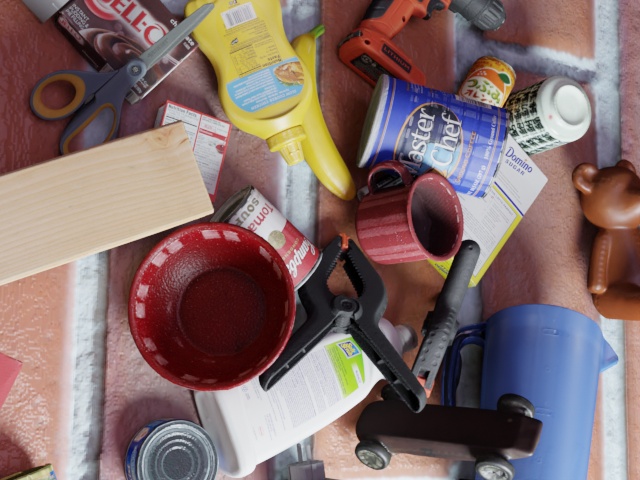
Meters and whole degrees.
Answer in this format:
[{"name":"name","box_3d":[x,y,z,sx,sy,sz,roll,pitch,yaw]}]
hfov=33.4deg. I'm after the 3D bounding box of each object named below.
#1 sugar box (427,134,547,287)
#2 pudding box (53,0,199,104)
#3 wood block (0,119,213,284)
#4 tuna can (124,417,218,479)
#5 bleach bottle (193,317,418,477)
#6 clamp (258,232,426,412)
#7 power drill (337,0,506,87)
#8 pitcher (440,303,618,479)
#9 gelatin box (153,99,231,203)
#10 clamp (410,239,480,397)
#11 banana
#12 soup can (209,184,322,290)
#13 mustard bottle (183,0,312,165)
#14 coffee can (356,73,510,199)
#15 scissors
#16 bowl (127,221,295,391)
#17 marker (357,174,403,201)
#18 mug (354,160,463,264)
[{"name":"sugar box","box_3d":[0.181,-0.039,1.227,0.093,0.048,0.176,47,61,-15]},{"name":"pudding box","box_3d":[-0.190,-0.203,1.049,0.113,0.039,0.090,49,64,-14]},{"name":"wood block","box_3d":[-0.216,-0.032,0.965,0.205,0.090,0.091,-20,93,-21]},{"name":"tuna can","box_3d":[-0.141,0.213,1.021,0.086,0.034,0.086,4,81,-28]},{"name":"bleach bottle","box_3d":[-0.001,0.147,1.092,0.250,0.068,0.102,-19,92,-32]},{"name":"clamp","box_3d":[0.013,0.078,1.075,0.164,0.036,0.210,5,48,-15]},{"name":"power drill","box_3d":[0.115,-0.249,1.214,0.184,0.057,0.187,33,66,-17]},{"name":"pitcher","box_3d":[0.218,0.197,1.138,0.144,0.149,0.242,36,51,-32]},{"name":"gelatin box","box_3d":[-0.135,-0.087,1.069,0.073,0.030,0.089,17,76,-24]},{"name":"clamp","box_3d":[0.129,0.082,1.119,0.039,0.120,0.171,15,46,9]},{"name":"banana","box_3d":[-0.006,-0.138,1.142,0.069,0.037,0.198,-8,87,-27]},{"name":"soup can","box_3d":[-0.057,0.001,1.078,0.102,0.069,0.068,44,65,-16]},{"name":"mustard bottle","box_3d":[-0.062,-0.167,1.090,0.096,0.058,0.191,-23,89,-10]},{"name":"coffee can","box_3d":[0.119,-0.111,1.144,0.140,0.103,0.103,15,75,-4]},{"name":"scissors","box_3d":[-0.195,-0.167,1.009,0.096,0.016,0.202,34,94,-11]},{"name":"bowl","box_3d":[-0.100,0.065,1.028,0.162,0.055,0.162,-1,80,6]},{"name":"marker","box_3d":[0.092,-0.074,1.197,0.120,0.020,0.020,-30,98,-28]},{"name":"mug","box_3d":[0.085,-0.029,1.116,0.093,0.082,0.117,-43,113,-42]}]
